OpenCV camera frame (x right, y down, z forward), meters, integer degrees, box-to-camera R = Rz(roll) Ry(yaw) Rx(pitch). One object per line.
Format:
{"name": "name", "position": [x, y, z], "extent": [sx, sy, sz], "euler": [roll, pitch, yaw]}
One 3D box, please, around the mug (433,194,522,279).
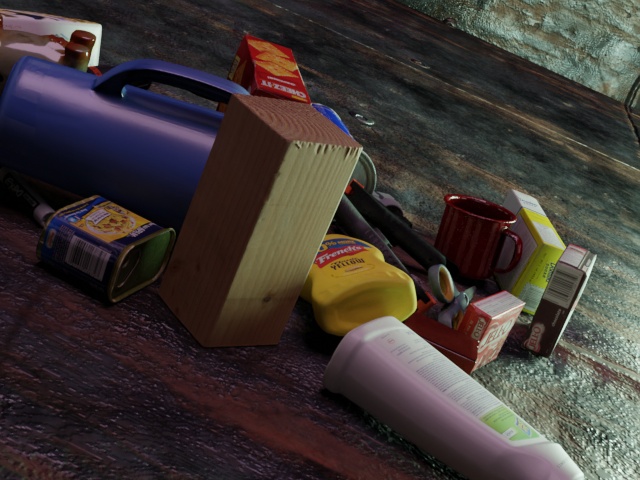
{"name": "mug", "position": [0.195, 0.001, 1.312], "extent": [0.117, 0.081, 0.093], "euler": [26, 20, 31]}

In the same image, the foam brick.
{"name": "foam brick", "position": [0.106, 0.111, 1.026], "extent": [0.078, 0.053, 0.051], "euler": [25, 22, 1]}

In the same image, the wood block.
{"name": "wood block", "position": [-0.057, -0.015, 0.945], "extent": [0.090, 0.206, 0.090], "euler": [2, 30, -42]}

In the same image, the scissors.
{"name": "scissors", "position": [0.149, 0.052, 1.186], "extent": [0.016, 0.096, 0.201], "euler": [-15, 15, 18]}

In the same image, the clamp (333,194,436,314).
{"name": "clamp", "position": [0.057, 0.008, 1.192], "extent": [0.210, 0.036, 0.164], "euler": [50, 0, 24]}

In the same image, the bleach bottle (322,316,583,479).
{"name": "bleach bottle", "position": [0.127, 0.164, 0.916], "extent": [0.251, 0.068, 0.102], "euler": [36, 25, 23]}

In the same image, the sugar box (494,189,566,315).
{"name": "sugar box", "position": [0.257, 0.011, 1.353], "extent": [0.048, 0.093, 0.176], "euler": [22, 22, -10]}

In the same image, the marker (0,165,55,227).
{"name": "marker", "position": [-0.294, -0.051, 1.044], "extent": [0.020, 0.020, 0.121], "euler": [-1, 33, -47]}

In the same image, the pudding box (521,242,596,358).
{"name": "pudding box", "position": [0.270, 0.068, 1.211], "extent": [0.039, 0.114, 0.090], "euler": [26, 21, 13]}

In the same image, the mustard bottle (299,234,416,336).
{"name": "mustard bottle", "position": [0.022, 0.036, 1.078], "extent": [0.096, 0.058, 0.192], "euler": [-15, 20, -11]}

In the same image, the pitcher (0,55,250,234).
{"name": "pitcher", "position": [-0.187, -0.098, 1.034], "extent": [0.242, 0.149, 0.145], "euler": [19, -7, -14]}

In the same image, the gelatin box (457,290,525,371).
{"name": "gelatin box", "position": [0.168, 0.095, 1.097], "extent": [0.030, 0.073, 0.089], "euler": [34, 24, 24]}

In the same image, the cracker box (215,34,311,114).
{"name": "cracker box", "position": [-0.080, -0.130, 1.246], "extent": [0.072, 0.164, 0.214], "euler": [16, 23, -14]}

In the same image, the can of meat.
{"name": "can of meat", "position": [-0.194, 0.005, 0.966], "extent": [0.084, 0.057, 0.102], "euler": [26, 21, 13]}

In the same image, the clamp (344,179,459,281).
{"name": "clamp", "position": [0.091, -0.010, 1.244], "extent": [0.171, 0.039, 0.120], "euler": [38, -2, 9]}
